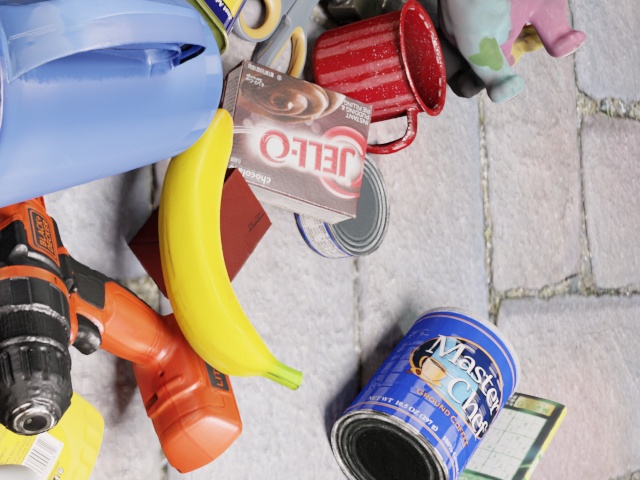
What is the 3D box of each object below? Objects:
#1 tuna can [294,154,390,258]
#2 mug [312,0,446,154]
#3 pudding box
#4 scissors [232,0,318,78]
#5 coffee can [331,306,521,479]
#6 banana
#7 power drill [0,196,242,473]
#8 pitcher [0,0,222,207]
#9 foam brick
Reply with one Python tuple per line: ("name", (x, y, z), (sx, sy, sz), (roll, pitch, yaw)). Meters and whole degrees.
("tuna can", (0.018, -0.028, 0.853), (0.085, 0.034, 0.086), (9, 78, -49))
("mug", (0.047, -0.125, 0.852), (0.093, 0.082, 0.117), (13, 69, -62))
("pudding box", (-0.021, -0.070, 0.781), (0.113, 0.039, 0.090), (16, 72, -24))
("scissors", (-0.021, -0.204, 0.842), (0.096, 0.016, 0.201), (46, 53, -43))
("coffee can", (0.087, 0.134, 0.861), (0.140, 0.103, 0.103), (-45, 119, -43))
("banana", (-0.068, 0.003, 0.656), (0.069, 0.037, 0.198), (4, 61, -40))
("power drill", (-0.121, 0.060, 0.597), (0.187, 0.057, 0.184), (46, 15, -43))
("pitcher", (-0.139, -0.086, 0.552), (0.145, 0.149, 0.242), (-62, 166, 19))
("foam brick", (-0.080, -0.004, 0.720), (0.053, 0.051, 0.078), (59, 46, -28))
